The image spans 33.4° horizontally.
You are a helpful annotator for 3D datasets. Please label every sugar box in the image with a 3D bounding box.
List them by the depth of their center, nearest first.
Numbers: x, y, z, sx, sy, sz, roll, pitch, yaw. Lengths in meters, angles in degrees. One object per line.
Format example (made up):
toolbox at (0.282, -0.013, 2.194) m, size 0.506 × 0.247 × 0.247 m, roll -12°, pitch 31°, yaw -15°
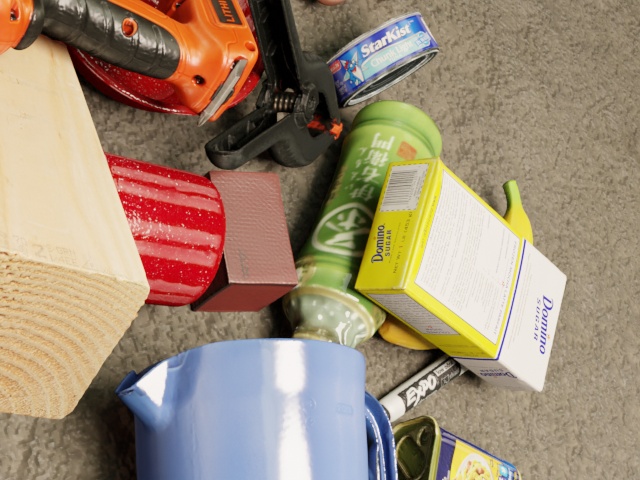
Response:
sugar box at (0.098, 0.028, 0.710) m, size 0.176 × 0.048 × 0.093 m, roll 39°, pitch 61°, yaw -43°

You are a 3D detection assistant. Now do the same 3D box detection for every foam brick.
foam brick at (-0.054, 0.001, 0.680) m, size 0.052 × 0.051 × 0.078 m, roll 3°, pitch 67°, yaw -34°

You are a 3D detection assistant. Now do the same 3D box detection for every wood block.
wood block at (-0.164, -0.023, 0.526) m, size 0.090 × 0.091 × 0.206 m, roll 17°, pitch 30°, yaw -36°

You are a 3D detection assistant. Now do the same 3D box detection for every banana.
banana at (0.112, 0.033, 0.795) m, size 0.069 × 0.037 × 0.197 m, roll 49°, pitch 50°, yaw -3°

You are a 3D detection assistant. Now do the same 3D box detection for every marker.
marker at (0.063, 0.105, 0.736) m, size 0.120 × 0.020 × 0.020 m, roll -27°, pitch 85°, yaw -41°

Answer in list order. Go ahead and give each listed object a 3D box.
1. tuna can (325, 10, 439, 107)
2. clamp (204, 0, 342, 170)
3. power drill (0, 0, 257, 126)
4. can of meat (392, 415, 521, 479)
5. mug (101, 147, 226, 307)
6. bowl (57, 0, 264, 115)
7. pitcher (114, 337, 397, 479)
tuna can at (0.045, -0.134, 0.794) m, size 0.085 × 0.086 × 0.034 m, roll -28°, pitch 88°, yaw -41°
clamp at (-0.027, -0.084, 0.699) m, size 0.120 × 0.039 × 0.171 m, roll -67°, pitch 157°, yaw -9°
power drill at (-0.136, -0.146, 0.595) m, size 0.187 × 0.057 × 0.184 m, roll 14°, pitch 39°, yaw -35°
can of meat at (0.082, 0.177, 0.691) m, size 0.083 × 0.058 × 0.102 m, roll 29°, pitch 55°, yaw -24°
mug at (-0.114, -0.012, 0.629) m, size 0.081 × 0.093 × 0.117 m, roll 11°, pitch 26°, yaw -37°
bowl at (-0.115, -0.144, 0.703) m, size 0.161 × 0.055 × 0.162 m, roll 16°, pitch 60°, yaw -30°
pitcher at (-0.024, 0.180, 0.571) m, size 0.149 × 0.145 × 0.243 m, roll -5°, pitch 72°, yaw 0°
